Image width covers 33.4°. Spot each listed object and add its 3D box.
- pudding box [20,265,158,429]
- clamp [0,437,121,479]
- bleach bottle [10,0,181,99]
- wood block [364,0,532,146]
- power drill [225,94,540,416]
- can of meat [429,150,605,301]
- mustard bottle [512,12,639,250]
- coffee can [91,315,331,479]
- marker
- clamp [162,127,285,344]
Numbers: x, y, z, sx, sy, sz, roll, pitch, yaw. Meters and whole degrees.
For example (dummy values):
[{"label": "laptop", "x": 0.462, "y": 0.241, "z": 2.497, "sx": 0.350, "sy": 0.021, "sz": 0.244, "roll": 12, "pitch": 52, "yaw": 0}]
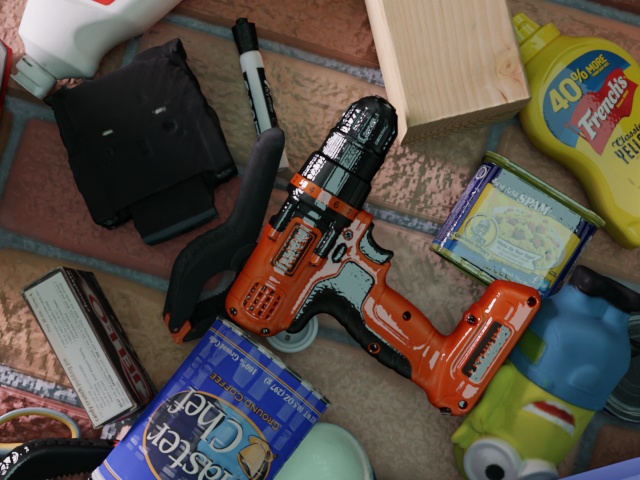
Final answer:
[{"label": "pudding box", "x": -0.163, "y": 0.076, "z": 0.764, "sx": 0.039, "sy": 0.090, "sz": 0.113, "roll": -31, "pitch": 86, "yaw": -2}, {"label": "clamp", "x": -0.228, "y": 0.193, "z": 0.746, "sx": 0.209, "sy": 0.036, "sz": 0.164, "roll": -35, "pitch": 117, "yaw": -19}, {"label": "bleach bottle", "x": -0.135, "y": -0.206, "z": 0.800, "sx": 0.102, "sy": 0.068, "sz": 0.251, "roll": 39, "pitch": 88, "yaw": 11}, {"label": "wood block", "x": 0.080, "y": -0.185, "z": 0.785, "sx": 0.091, "sy": 0.090, "sz": 0.206, "roll": -13, "pitch": 86, "yaw": -1}, {"label": "power drill", "x": 0.053, "y": 0.018, "z": 0.734, "sx": 0.187, "sy": 0.057, "sz": 0.184, "roll": 32, "pitch": 95, "yaw": 0}, {"label": "can of meat", "x": 0.143, "y": -0.003, "z": 0.788, "sx": 0.102, "sy": 0.057, "sz": 0.084, "roll": 32, "pitch": 88, "yaw": 3}, {"label": "mustard bottle", "x": 0.205, "y": -0.093, "z": 0.794, "sx": 0.096, "sy": 0.058, "sz": 0.191, "roll": -40, "pitch": 86, "yaw": -4}, {"label": "coffee can", "x": -0.075, "y": 0.138, "z": 0.743, "sx": 0.103, "sy": 0.103, "sz": 0.140, "roll": 38, "pitch": 81, "yaw": 3}, {"label": "marker", "x": -0.047, "y": -0.112, "z": 0.814, "sx": 0.020, "sy": 0.020, "sz": 0.121, "roll": -13, "pitch": 86, "yaw": -1}, {"label": "clamp", "x": -0.055, "y": 0.001, "z": 0.775, "sx": 0.171, "sy": 0.039, "sz": 0.120, "roll": -39, "pitch": 118, "yaw": -3}]
